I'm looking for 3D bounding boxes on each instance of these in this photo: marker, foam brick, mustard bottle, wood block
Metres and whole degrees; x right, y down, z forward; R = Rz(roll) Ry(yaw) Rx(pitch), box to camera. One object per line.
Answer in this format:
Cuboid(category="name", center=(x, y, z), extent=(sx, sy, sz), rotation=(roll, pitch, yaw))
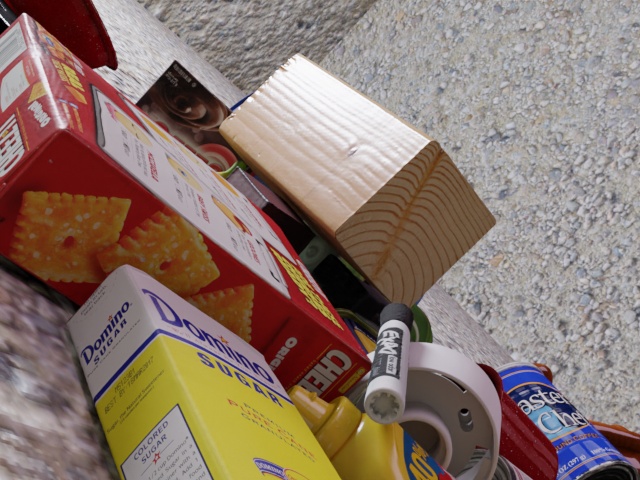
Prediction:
Cuboid(category="marker", center=(0.037, 0.059, 0.546), extent=(0.020, 0.020, 0.121), rotation=(43, 17, -6))
Cuboid(category="foam brick", center=(-0.055, 0.001, 0.721), extent=(0.053, 0.078, 0.051), rotation=(35, 10, -44))
Cuboid(category="mustard bottle", center=(0.052, 0.140, 0.516), extent=(0.191, 0.058, 0.096), rotation=(43, 10, -3))
Cuboid(category="wood block", center=(0.018, -0.049, 0.766), extent=(0.090, 0.091, 0.206), rotation=(48, -2, -36))

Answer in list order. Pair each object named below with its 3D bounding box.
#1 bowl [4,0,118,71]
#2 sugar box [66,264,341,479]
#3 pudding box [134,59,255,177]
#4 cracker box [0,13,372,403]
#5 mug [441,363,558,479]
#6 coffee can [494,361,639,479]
Cuboid(category="bowl", center=(-0.241, -0.206, 0.924), extent=(0.162, 0.055, 0.162), rotation=(53, -14, 18))
Cuboid(category="sugar box", center=(-0.035, 0.081, 0.407), extent=(0.093, 0.048, 0.176), rotation=(39, 8, -35))
Cuboid(category="pudding box", center=(-0.108, -0.078, 0.880), extent=(0.113, 0.090, 0.039), rotation=(44, 3, 18))
Cuboid(category="cracker box", center=(-0.087, -0.005, 0.562), extent=(0.213, 0.072, 0.164), rotation=(41, 8, -35))
Cuboid(category="mug", center=(0.112, 0.140, 0.756), extent=(0.081, 0.093, 0.117), rotation=(46, 25, -22))
Cuboid(category="coffee can", center=(0.197, 0.190, 0.947), extent=(0.102, 0.103, 0.140), rotation=(38, 8, -42))
